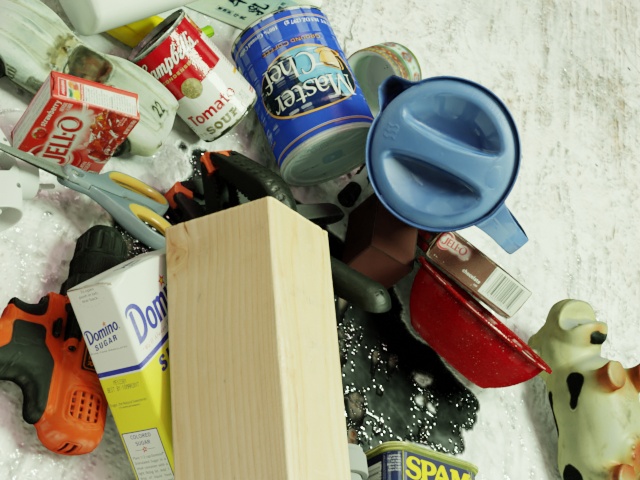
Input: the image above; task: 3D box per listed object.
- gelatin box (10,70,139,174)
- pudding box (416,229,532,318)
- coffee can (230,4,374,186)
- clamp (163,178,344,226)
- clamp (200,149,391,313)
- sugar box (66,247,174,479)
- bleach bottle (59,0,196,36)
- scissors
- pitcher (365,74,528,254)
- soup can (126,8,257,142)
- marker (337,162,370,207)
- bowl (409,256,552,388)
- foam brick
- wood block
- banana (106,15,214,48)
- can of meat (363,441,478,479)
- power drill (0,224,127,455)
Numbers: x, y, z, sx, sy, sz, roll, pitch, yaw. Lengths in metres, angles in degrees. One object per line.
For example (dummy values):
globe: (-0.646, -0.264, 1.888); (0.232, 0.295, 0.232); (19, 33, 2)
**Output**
gelatin box: (-0.194, -0.089, 0.842); (0.073, 0.089, 0.030); (13, 53, -33)
pudding box: (0.144, 0.022, 1.053); (0.113, 0.039, 0.090); (39, 5, -14)
coffee can: (-0.014, -0.137, 1.019); (0.102, 0.103, 0.140); (-5, 64, -42)
clamp: (-0.056, 0.001, 0.932); (0.171, 0.039, 0.120); (15, 53, -22)
clamp: (-0.033, 0.010, 0.846); (0.036, 0.165, 0.210); (-9, 69, -46)
sugar box: (-0.109, 0.100, 0.758); (0.093, 0.048, 0.176); (-34, 110, -62)
bleach bottle: (-0.120, -0.268, 0.958); (0.250, 0.068, 0.102); (-29, 95, -30)
scissors: (-0.175, -0.034, 0.814); (0.096, 0.016, 0.201); (49, 17, 26)
pitcher: (0.131, -0.072, 1.015); (0.242, 0.145, 0.149); (-19, 114, -78)
soup can: (-0.114, -0.146, 0.953); (0.102, 0.069, 0.068); (47, 41, -22)
marker: (0.048, -0.069, 1.083); (0.020, 0.020, 0.121); (44, 43, -6)
bowl: (0.135, 0.086, 0.986); (0.162, 0.055, 0.162); (41, 6, -5)
foam brick: (0.057, 0.001, 1.017); (0.051, 0.053, 0.078); (30, 46, -20)
wood block: (-0.044, 0.088, 0.738); (0.090, 0.091, 0.206); (31, 48, -56)
banana: (-0.190, -0.218, 0.981); (0.197, 0.037, 0.069); (29, 32, -22)
can of meat: (0.082, 0.222, 0.877); (0.102, 0.058, 0.084); (22, 51, -27)
power drill: (-0.224, 0.043, 0.746); (0.187, 0.057, 0.184); (22, 49, -27)
